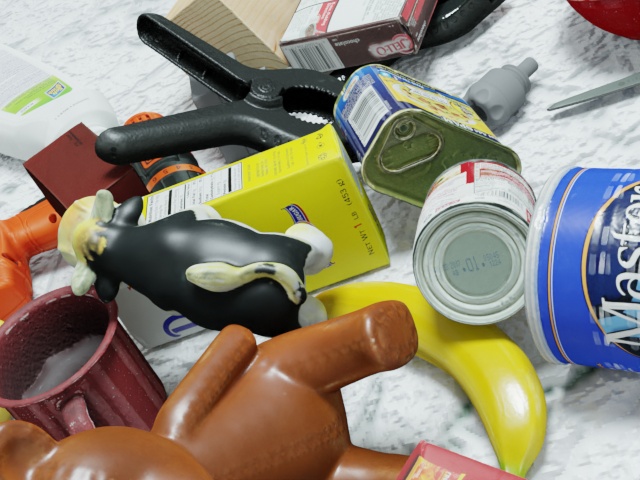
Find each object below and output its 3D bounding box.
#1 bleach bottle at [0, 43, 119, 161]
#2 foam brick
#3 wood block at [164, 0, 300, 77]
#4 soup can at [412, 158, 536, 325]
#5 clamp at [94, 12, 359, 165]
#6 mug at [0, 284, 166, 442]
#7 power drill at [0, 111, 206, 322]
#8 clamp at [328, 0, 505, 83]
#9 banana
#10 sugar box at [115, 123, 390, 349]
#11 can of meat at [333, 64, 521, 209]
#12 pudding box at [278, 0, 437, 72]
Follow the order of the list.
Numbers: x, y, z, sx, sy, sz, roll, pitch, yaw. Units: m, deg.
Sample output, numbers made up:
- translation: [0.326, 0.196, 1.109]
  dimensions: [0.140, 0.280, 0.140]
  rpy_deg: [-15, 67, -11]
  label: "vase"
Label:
- translation: [-0.261, -0.110, 0.956]
  dimensions: [0.102, 0.068, 0.251]
  rpy_deg: [-43, 42, -19]
  label: "bleach bottle"
- translation: [-0.155, -0.034, 0.727]
  dimensions: [0.053, 0.051, 0.078]
  rpy_deg: [-39, 49, -14]
  label: "foam brick"
- translation: [-0.046, -0.222, 0.913]
  dimensions: [0.090, 0.090, 0.206]
  rpy_deg: [-25, 30, 45]
  label: "wood block"
- translation: [0.087, -0.002, 0.585]
  dimensions: [0.068, 0.068, 0.102]
  rpy_deg: [-16, 13, 14]
  label: "soup can"
- translation: [-0.047, -0.086, 0.736]
  dimensions: [0.210, 0.036, 0.164]
  rpy_deg: [15, 42, -1]
  label: "clamp"
- translation: [-0.140, 0.093, 0.632]
  dimensions: [0.093, 0.081, 0.117]
  rpy_deg: [-32, 38, -6]
  label: "mug"
- translation: [-0.165, -0.005, 0.783]
  dimensions: [0.187, 0.057, 0.184]
  rpy_deg: [-29, 39, -5]
  label: "power drill"
- translation: [0.066, -0.165, 0.843]
  dimensions: [0.172, 0.039, 0.120]
  rpy_deg: [-18, 45, 22]
  label: "clamp"
- translation: [0.063, 0.063, 0.582]
  dimensions: [0.069, 0.037, 0.198]
  rpy_deg: [-34, 38, -11]
  label: "banana"
- translation: [-0.054, 0.001, 0.677]
  dimensions: [0.176, 0.093, 0.048]
  rpy_deg: [-22, 36, 8]
  label: "sugar box"
- translation: [0.064, -0.064, 0.678]
  dimensions: [0.057, 0.102, 0.084]
  rpy_deg: [-60, 28, 22]
  label: "can of meat"
- translation: [0.033, -0.176, 0.819]
  dimensions: [0.114, 0.039, 0.090]
  rpy_deg: [-4, 48, 34]
  label: "pudding box"
